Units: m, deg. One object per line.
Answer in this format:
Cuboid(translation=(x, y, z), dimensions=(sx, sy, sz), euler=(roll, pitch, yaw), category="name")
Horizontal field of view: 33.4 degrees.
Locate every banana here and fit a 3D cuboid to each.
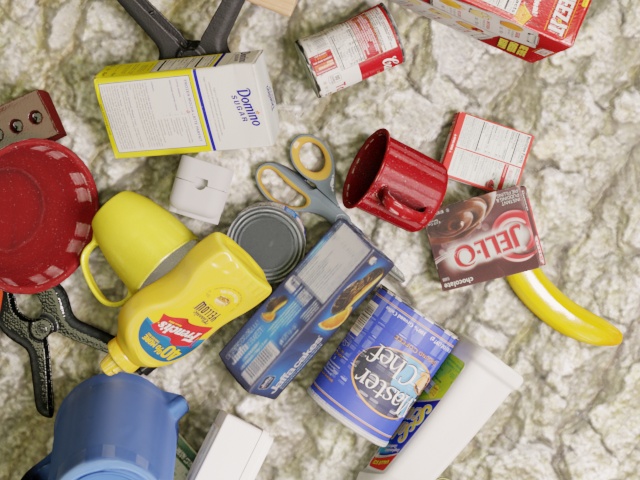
Cuboid(translation=(0.252, 0.050, 1.170), dimensions=(0.069, 0.037, 0.198), euler=(-36, 94, 1), category="banana")

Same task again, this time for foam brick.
Cuboid(translation=(-0.316, -0.119, 1.126), dimensions=(0.078, 0.051, 0.053), euler=(-25, 94, -2), category="foam brick")

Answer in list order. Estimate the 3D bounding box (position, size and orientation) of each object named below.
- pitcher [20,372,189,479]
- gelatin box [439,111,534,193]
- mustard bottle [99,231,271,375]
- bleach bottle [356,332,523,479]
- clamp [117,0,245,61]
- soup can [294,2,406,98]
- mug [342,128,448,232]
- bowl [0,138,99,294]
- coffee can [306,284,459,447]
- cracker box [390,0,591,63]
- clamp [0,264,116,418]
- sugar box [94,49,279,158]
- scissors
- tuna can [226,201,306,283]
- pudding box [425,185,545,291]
Cuboid(translation=(-0.211, 0.228, 1.034), dimensions=(0.145, 0.243, 0.149), euler=(20, 95, -11), category="pitcher")
Cuboid(translation=(0.179, -0.092, 1.164), dimensions=(0.089, 0.030, 0.073), euler=(18, 90, -4), category="gelatin box")
Cuboid(translation=(-0.151, 0.077, 1.105), dimensions=(0.192, 0.058, 0.096), euler=(-37, 137, 8), category="mustard bottle")
Cuboid(translation=(0.107, 0.221, 1.137), dimensions=(0.068, 0.103, 0.251), euler=(37, 90, -14), category="bleach bottle")
Cuboid(translation=(-0.141, -0.197, 1.102), dimensions=(0.164, 0.036, 0.210), euler=(5, 120, 9), category="clamp")
Cuboid(translation=(0.032, -0.201, 1.132), dimensions=(0.102, 0.068, 0.068), euler=(-24, 94, -1), category="soup can")
Cuboid(translation=(0.082, -0.054, 1.117), dimensions=(0.081, 0.117, 0.093), euler=(25, 111, -18), category="mug")
Cuboid(translation=(-0.310, -0.028, 1.105), dimensions=(0.161, 0.055, 0.162), euler=(-14, 110, -44), category="bowl")
Cuboid(translation=(0.066, 0.132, 1.132), dimensions=(0.103, 0.103, 0.140), euler=(35, 90, -4), category="coffee can")
Cuboid(translation=(0.152, -0.260, 1.088), dimensions=(0.213, 0.164, 0.072), euler=(22, 93, -4), category="cracker box")
Cuboid(translation=(-0.299, 0.103, 1.145), dimensions=(0.120, 0.039, 0.171), euler=(-45, 91, -5), category="clamp")
Cuboid(translation=(-0.135, -0.138, 1.088), dimensions=(0.176, 0.048, 0.093), euler=(-3, 121, 14), category="sugar box")
Cuboid(translation=(0.026, -0.042, 1.165), dimensions=(0.201, 0.016, 0.096), euler=(28, 91, -4), category="scissors")
Cuboid(translation=(-0.058, 0.001, 1.146), dimensions=(0.086, 0.033, 0.086), euler=(0, 103, 2), category="tuna can")
Cuboid(translation=(0.175, -0.002, 1.140), dimensions=(0.114, 0.039, 0.090), euler=(-16, 86, 24), category="pudding box")
